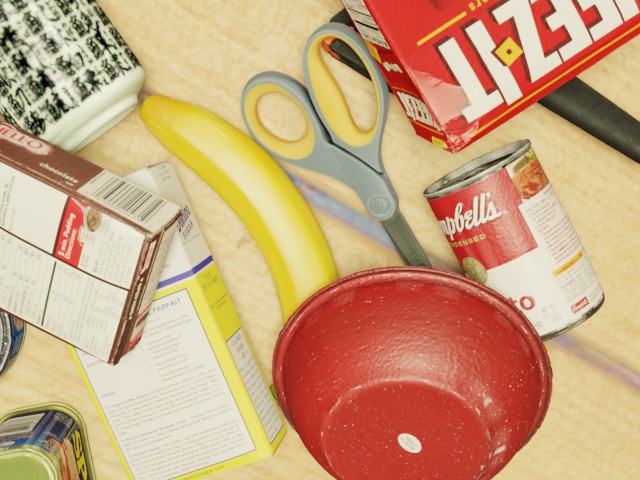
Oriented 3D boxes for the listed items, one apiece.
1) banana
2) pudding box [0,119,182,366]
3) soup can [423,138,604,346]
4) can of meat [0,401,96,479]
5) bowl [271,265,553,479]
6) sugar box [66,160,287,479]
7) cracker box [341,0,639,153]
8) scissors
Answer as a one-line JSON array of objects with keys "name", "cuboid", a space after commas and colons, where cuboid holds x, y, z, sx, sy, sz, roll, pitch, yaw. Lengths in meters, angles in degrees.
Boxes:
[{"name": "banana", "cuboid": [-0.036, -0.003, 0.622, 0.069, 0.037, 0.198, -24, 97, 0]}, {"name": "pudding box", "cuboid": [-0.139, 0.002, 0.560, 0.113, 0.039, 0.090, 27, 120, 8]}, {"name": "soup can", "cuboid": [0.112, 0.002, 0.614, 0.068, 0.068, 0.102, -28, 97, 0]}, {"name": "can of meat", "cuboid": [-0.163, 0.153, 0.609, 0.057, 0.084, 0.102, -10, 96, -2]}, {"name": "bowl", "cuboid": [0.048, 0.095, 0.594, 0.162, 0.055, 0.162, 4, 123, 6]}, {"name": "sugar box", "cuboid": [-0.096, 0.051, 0.613, 0.093, 0.048, 0.176, -20, 95, 15]}, {"name": "cracker box", "cuboid": [0.075, -0.176, 0.527, 0.164, 0.072, 0.213, -33, 111, -1]}, {"name": "scissors", "cuboid": [0.016, -0.027, 0.629, 0.096, 0.016, 0.202, -7, 113, 21]}]
